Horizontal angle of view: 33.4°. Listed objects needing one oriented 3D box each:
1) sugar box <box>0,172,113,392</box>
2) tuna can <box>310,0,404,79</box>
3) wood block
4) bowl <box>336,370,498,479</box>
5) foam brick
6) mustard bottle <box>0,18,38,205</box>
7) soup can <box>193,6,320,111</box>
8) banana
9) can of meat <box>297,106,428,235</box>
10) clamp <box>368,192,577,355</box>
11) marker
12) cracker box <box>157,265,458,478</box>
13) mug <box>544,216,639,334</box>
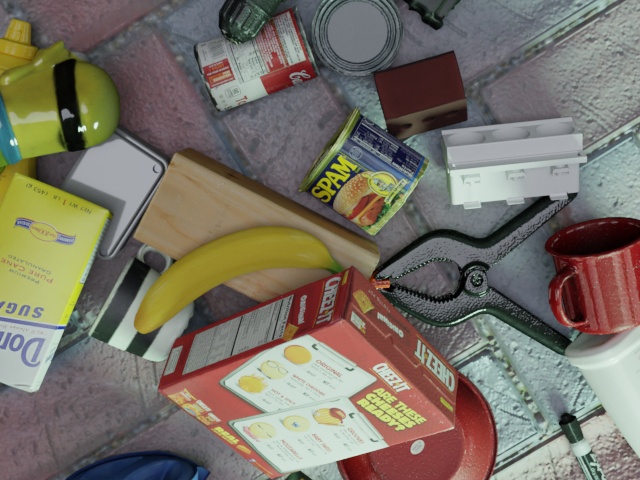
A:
[{"bbox_3d":[-0.263,0.038,0.954,0.093,0.048,0.176,22,82,-2],"label":"sugar box"},{"bbox_3d":[0.034,-0.194,0.997,0.086,0.033,0.086,0,98,2],"label":"tuna can"},{"bbox_3d":[-0.056,0.001,0.998,0.206,0.091,0.090,27,98,-2],"label":"wood block"},{"bbox_3d":[0.091,0.193,1.019,0.162,0.055,0.162,0,83,4],"label":"bowl"},{"bbox_3d":[0.093,-0.132,0.986,0.078,0.053,0.051,-15,70,4],"label":"foam brick"},{"bbox_3d":[-0.302,-0.113,1.006,0.096,0.058,0.192,14,98,-2],"label":"mustard bottle"},{"bbox_3d":[-0.058,-0.167,0.987,0.102,0.068,0.068,-19,97,5],"label":"soup can"},{"bbox_3d":[-0.077,0.028,0.937,0.198,0.037,0.069,-14,97,4],"label":"banana"},{"bbox_3d":[0.039,-0.061,0.985,0.084,0.057,0.102,33,142,-6],"label":"can of meat"},{"bbox_3d":[0.154,0.044,1.025,0.210,0.036,0.164,-10,97,-1],"label":"clamp"},{"bbox_3d":[0.267,0.225,1.055,0.020,0.020,0.121,-27,96,5],"label":"marker"},{"bbox_3d":[-0.010,0.124,0.953,0.214,0.072,0.164,-24,126,32],"label":"cracker box"},{"bbox_3d":[0.250,0.038,0.966,0.117,0.093,0.081,-28,111,-34],"label":"mug"}]
